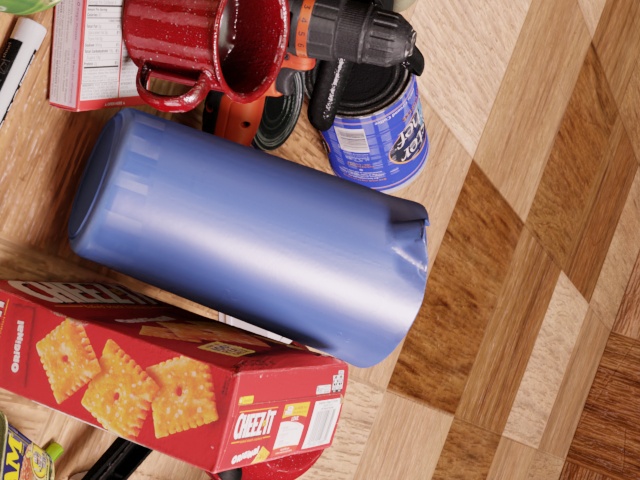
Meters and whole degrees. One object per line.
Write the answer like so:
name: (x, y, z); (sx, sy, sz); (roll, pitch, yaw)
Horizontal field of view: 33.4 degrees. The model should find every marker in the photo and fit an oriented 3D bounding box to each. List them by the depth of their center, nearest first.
marker: (-0.204, -0.082, 0.664); (0.121, 0.020, 0.020); (-67, 153, -8)

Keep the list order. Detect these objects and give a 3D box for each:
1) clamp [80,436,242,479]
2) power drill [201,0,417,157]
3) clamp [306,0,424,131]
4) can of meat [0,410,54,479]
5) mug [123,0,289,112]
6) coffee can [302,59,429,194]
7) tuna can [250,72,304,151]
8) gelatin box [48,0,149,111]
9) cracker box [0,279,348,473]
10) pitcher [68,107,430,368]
clamp: (-0.113, 0.138, 0.842); (0.036, 0.165, 0.209); (58, 29, -28)
power drill: (-0.028, -0.109, 0.821); (0.057, 0.184, 0.188); (-59, 162, -55)
clamp: (0.038, -0.179, 0.846); (0.120, 0.039, 0.171); (-30, 137, -35)
can of meat: (-0.222, 0.174, 0.717); (0.084, 0.057, 0.102); (66, 17, -57)
mug: (-0.083, -0.135, 0.719); (0.117, 0.082, 0.093); (-65, 152, -21)
coffee can: (0.045, -0.120, 1.006); (0.102, 0.103, 0.140); (-62, 158, -19)
tuna can: (-0.049, -0.120, 0.918); (0.086, 0.034, 0.086); (-40, 140, -46)
gelatin box: (-0.148, -0.135, 0.725); (0.073, 0.030, 0.089); (-19, 120, -58)
cracker box: (-0.109, 0.085, 0.730); (0.164, 0.214, 0.072); (9, 96, -63)
pitcher: (-0.055, 0.001, 0.775); (0.242, 0.145, 0.149); (20, 102, -21)
